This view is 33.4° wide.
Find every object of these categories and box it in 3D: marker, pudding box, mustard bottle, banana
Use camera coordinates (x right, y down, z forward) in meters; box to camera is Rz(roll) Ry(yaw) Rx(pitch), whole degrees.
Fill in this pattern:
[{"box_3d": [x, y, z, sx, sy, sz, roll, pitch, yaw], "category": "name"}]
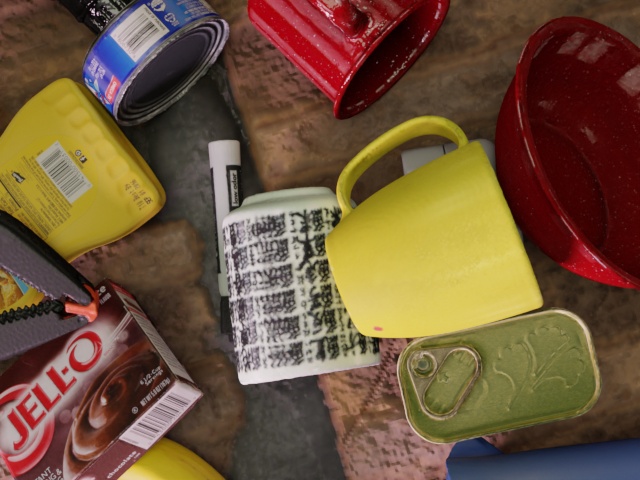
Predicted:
[{"box_3d": [-0.054, 0.001, 0.639, 0.020, 0.020, 0.121, -4, 87, 5], "category": "marker"}, {"box_3d": [-0.135, 0.092, 0.616, 0.113, 0.039, 0.090, -42, 58, 0], "category": "pudding box"}, {"box_3d": [-0.193, -0.003, 0.633, 0.191, 0.058, 0.096, -38, 92, 2], "category": "mustard bottle"}, {"box_3d": [-0.064, 0.177, 0.625, 0.198, 0.037, 0.070, 43, 116, 8], "category": "banana"}]

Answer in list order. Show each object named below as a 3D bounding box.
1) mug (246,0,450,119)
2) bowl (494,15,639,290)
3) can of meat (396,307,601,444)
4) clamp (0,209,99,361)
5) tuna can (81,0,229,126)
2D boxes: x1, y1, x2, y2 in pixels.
[{"box_3d": [0.009, -0.129, 0.595, 0.081, 0.117, 0.093, 45, 103, 11], "category": "mug"}, {"box_3d": [0.147, -0.038, 0.581, 0.055, 0.161, 0.162, -32, 82, 47], "category": "bowl"}, {"box_3d": [0.095, 0.072, 0.589, 0.102, 0.084, 0.057, -13, 86, 4], "category": "can of meat"}, {"box_3d": [-0.230, 0.029, 0.584, 0.209, 0.036, 0.165, 16, 102, -12], "category": "clamp"}, {"box_3d": [-0.095, -0.108, 0.616, 0.086, 0.086, 0.034, -43, 83, 2], "category": "tuna can"}]
